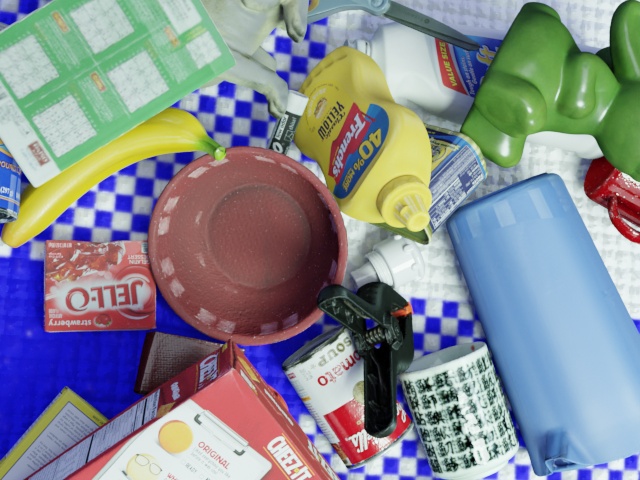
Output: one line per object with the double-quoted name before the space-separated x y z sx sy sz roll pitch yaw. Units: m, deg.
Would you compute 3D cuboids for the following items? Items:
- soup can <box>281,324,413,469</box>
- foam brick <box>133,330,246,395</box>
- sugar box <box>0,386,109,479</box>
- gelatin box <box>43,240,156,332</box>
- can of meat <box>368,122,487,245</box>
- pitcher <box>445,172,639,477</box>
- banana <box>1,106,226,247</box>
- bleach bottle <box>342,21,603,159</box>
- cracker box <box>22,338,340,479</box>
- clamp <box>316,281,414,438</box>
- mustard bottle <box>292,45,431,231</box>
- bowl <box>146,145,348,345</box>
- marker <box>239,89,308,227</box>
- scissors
"soup can" 0.022 0.129 0.888 0.068 0.069 0.102 -34 93 -16
"foam brick" -0.107 0.105 0.863 0.078 0.053 0.051 13 81 -15
"sugar box" -0.221 0.210 0.824 0.093 0.048 0.176 43 79 -8
"gelatin box" -0.178 0.037 0.863 0.089 0.030 0.073 0 84 -15
"can of meat" 0.079 -0.053 0.908 0.084 0.102 0.057 -45 129 -18
"pitcher" 0.207 0.068 0.924 0.145 0.149 0.243 -22 87 -2
"banana" -0.171 -0.059 0.846 0.198 0.037 0.069 -23 48 12
"bleach bottle" 0.141 -0.139 0.955 0.250 0.068 0.102 6 83 -12
"cracker box" -0.103 0.198 0.769 0.214 0.072 0.164 -34 107 4
"clamp" 0.041 0.069 0.851 0.039 0.171 0.120 -14 105 15
"mustard bottle" 0.039 -0.070 0.848 0.058 0.192 0.096 18 117 -36
"bowl" -0.056 0.001 0.869 0.162 0.055 0.162 1 101 7
"marker" -0.040 -0.067 0.893 0.020 0.020 0.121 19 106 -13
"scissors" 0.031 -0.194 0.919 0.202 0.016 0.096 43 86 16
